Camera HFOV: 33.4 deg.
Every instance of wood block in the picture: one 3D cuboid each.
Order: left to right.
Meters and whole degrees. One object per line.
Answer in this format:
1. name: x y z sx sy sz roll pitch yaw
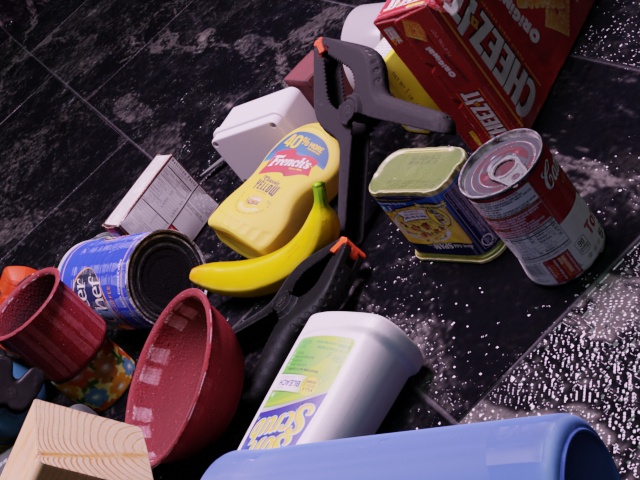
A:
1. wood block: -0.210 0.239 0.806 0.206 0.090 0.090 -63 24 13

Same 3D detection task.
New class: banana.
1. banana: -0.045 0.015 1.021 0.198 0.069 0.037 -33 -6 34

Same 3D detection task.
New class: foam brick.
1. foam brick: 0.009 -0.168 1.192 0.053 0.078 0.051 -48 28 -15

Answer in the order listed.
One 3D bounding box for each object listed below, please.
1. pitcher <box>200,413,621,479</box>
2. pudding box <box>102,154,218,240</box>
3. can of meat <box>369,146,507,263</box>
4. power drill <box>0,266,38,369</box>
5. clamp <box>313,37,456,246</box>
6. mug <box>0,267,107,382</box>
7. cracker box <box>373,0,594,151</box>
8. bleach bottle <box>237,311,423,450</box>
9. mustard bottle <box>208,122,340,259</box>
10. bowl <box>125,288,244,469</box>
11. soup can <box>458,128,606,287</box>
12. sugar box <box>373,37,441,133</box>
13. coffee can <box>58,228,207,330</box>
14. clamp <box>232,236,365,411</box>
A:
1. pitcher: 0.045 0.178 0.618 0.243 0.144 0.149 -18 57 33
2. pudding box: -0.181 -0.029 1.223 0.039 0.090 0.113 -1 48 50
3. can of meat: 0.100 -0.030 0.883 0.102 0.084 0.057 2 51 53
4. power drill: -0.346 0.097 1.219 0.188 0.057 0.184 -123 51 -66
5. clamp: 0.046 -0.122 0.998 0.165 0.036 0.210 -43 51 38
6. mug: -0.278 0.092 1.072 0.117 0.081 0.093 -23 34 30
7. cracker box: 0.161 -0.216 0.981 0.072 0.164 0.213 -9 42 48
8. bleach bottle: -0.023 0.170 0.783 0.103 0.068 0.250 -2 49 50
9. mustard bottle: -0.023 -0.064 1.106 0.096 0.058 0.191 25 68 44
10. bowl: -0.111 0.126 0.926 0.162 0.055 0.162 -42 37 43
11. soup can: 0.156 -0.022 0.782 0.069 0.102 0.068 -31 30 20
12. sugar box: 0.125 -0.202 1.080 0.176 0.093 0.048 -50 30 -14
13. coffee can: -0.201 0.045 1.133 0.141 0.102 0.102 -7 44 46
14. clamp: -0.032 0.066 0.961 0.171 0.039 0.120 -50 34 -8
